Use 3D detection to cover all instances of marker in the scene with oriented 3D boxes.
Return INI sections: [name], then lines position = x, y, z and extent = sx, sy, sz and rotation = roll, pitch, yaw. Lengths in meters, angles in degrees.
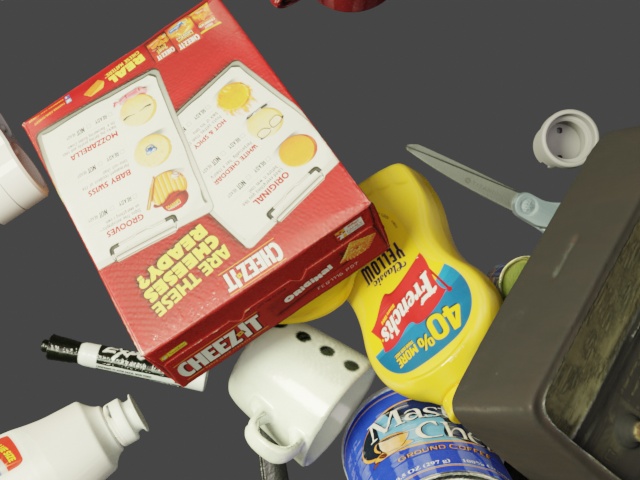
[marker]
position = -0.141, 0.087, 0.767
extent = 0.121, 0.020, 0.020
rotation = 11, 88, 1

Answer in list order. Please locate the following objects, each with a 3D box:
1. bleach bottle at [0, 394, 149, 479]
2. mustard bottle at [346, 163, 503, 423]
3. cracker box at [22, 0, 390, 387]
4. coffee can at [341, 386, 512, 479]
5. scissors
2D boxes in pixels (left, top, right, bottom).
[bleach bottle]
position = -0.231, 0.173, 0.704
extent = 0.250, 0.103, 0.068
rotation = -29, 110, -6
[mustard bottle]
position = 0.068, 0.047, 0.702
extent = 0.096, 0.058, 0.192
rotation = -40, 57, 18
[cracker box]
position = -0.079, -0.037, 0.702
extent = 0.164, 0.072, 0.214
rotation = -34, 59, -1
[coffee can]
position = 0.072, 0.164, 0.690
extent = 0.102, 0.140, 0.103
rotation = -1, 105, -5
[scissors]
position = 0.167, -0.034, 0.770
extent = 0.202, 0.016, 0.096
rotation = 42, 87, 2
